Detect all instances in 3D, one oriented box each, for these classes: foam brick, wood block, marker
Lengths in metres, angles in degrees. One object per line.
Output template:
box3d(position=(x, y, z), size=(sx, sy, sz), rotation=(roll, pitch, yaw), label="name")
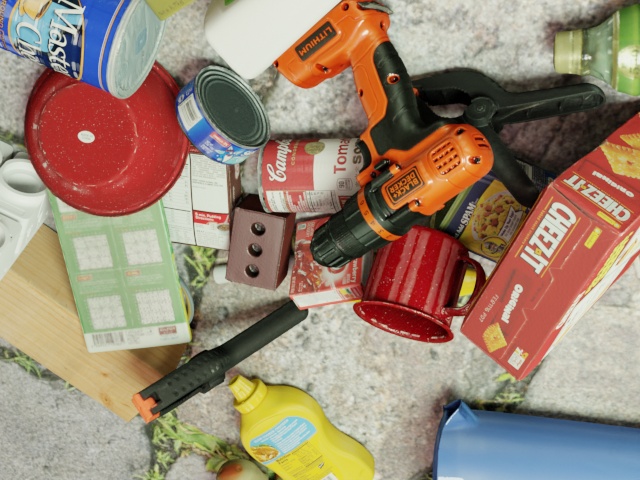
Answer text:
box3d(position=(-0.057, 0.001, 1.029), size=(0.053, 0.051, 0.078), rotation=(12, 112, 8), label="foam brick")
box3d(position=(-0.251, 0.086, 1.130), size=(0.206, 0.090, 0.090), rotation=(37, 126, -12), label="wood block")
box3d(position=(-0.051, 0.027, 1.078), size=(0.121, 0.020, 0.020), rotation=(-9, 122, 21), label="marker")

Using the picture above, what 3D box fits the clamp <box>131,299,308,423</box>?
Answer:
box3d(position=(-0.106, 0.125, 1.066), size=(0.165, 0.209, 0.036), rotation=(-40, 82, 27), label="clamp")

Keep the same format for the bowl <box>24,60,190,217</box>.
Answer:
box3d(position=(-0.201, -0.097, 0.965), size=(0.162, 0.055, 0.162), rotation=(1, 100, 8), label="bowl")

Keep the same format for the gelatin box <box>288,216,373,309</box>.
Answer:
box3d(position=(0.012, 0.017, 1.011), size=(0.073, 0.089, 0.030), rotation=(-10, 141, 22), label="gelatin box")

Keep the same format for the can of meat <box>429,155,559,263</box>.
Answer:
box3d(position=(0.157, -0.031, 0.959), size=(0.084, 0.057, 0.102), rotation=(23, 128, -5), label="can of meat")

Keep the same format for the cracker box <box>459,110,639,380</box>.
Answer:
box3d(position=(0.217, -0.006, 0.862), size=(0.072, 0.213, 0.164), rotation=(38, 131, 18), label="cracker box")

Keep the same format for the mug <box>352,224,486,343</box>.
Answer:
box3d(position=(0.094, 0.037, 0.945), size=(0.117, 0.081, 0.093), rotation=(2, 155, 42), label="mug")

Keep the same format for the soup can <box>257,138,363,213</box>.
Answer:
box3d(position=(0.000, -0.059, 0.972), size=(0.102, 0.068, 0.068), rotation=(0, 125, 14), label="soup can")

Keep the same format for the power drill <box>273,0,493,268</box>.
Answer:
box3d(position=(0.033, -0.090, 0.888), size=(0.185, 0.057, 0.188), rotation=(-34, 75, 30), label="power drill")

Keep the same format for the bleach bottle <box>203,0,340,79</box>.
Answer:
box3d(position=(0.020, -0.232, 0.834), size=(0.251, 0.102, 0.068), rotation=(-35, 114, 25), label="bleach bottle")

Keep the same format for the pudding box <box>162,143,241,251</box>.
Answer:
box3d(position=(-0.124, -0.048, 1.032), size=(0.090, 0.039, 0.113), rotation=(9, 125, 12), label="pudding box")

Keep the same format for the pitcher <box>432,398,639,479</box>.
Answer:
box3d(position=(0.237, 0.252, 1.101), size=(0.243, 0.145, 0.149), rotation=(3, 157, 9), label="pitcher")

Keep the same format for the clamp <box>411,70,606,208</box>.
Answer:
box3d(position=(0.136, -0.090, 0.881), size=(0.172, 0.120, 0.039), rotation=(13, 149, 30), label="clamp")

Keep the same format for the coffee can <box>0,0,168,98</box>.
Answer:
box3d(position=(-0.212, -0.193, 0.901), size=(0.140, 0.102, 0.103), rotation=(23, 128, 6), label="coffee can")

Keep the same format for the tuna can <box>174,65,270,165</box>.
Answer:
box3d(position=(-0.087, -0.110, 0.947), size=(0.086, 0.086, 0.034), rotation=(43, 125, -17), label="tuna can")

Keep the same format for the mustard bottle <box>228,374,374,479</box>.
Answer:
box3d(position=(-0.033, 0.218, 1.187), size=(0.096, 0.058, 0.191), rotation=(-35, 111, 22), label="mustard bottle")
